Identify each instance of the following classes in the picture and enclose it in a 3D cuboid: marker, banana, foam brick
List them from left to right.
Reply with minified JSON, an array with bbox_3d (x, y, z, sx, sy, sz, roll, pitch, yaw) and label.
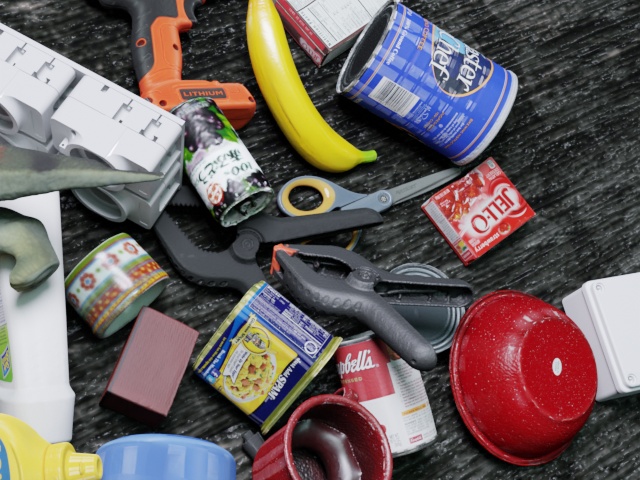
[{"bbox_3d":[-0.138,0.103,0.861,0.051,0.053,0.078,24,64,-9],"label":"foam brick"},{"bbox_3d":[-0.025,0.206,0.878,0.020,0.020,0.121,-36,84,-28],"label":"marker"},{"bbox_3d":[-0.021,-0.132,0.980,0.197,0.037,0.069,55,42,-22],"label":"banana"}]

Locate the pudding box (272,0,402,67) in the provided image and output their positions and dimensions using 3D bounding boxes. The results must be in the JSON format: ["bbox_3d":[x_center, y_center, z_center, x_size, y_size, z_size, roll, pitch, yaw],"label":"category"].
[{"bbox_3d":[0.013,-0.238,1.066,0.113,0.039,0.090,-38,86,-26],"label":"pudding box"}]

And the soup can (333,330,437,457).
[{"bbox_3d":[0.054,0.127,0.901,0.068,0.069,0.102,-15,88,-25],"label":"soup can"}]

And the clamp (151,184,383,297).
[{"bbox_3d":[-0.056,0.001,0.934,0.210,0.036,0.164,32,72,0],"label":"clamp"}]

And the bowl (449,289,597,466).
[{"bbox_3d":[0.195,0.118,0.954,0.161,0.055,0.162,9,71,-29],"label":"bowl"}]

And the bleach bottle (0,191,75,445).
[{"bbox_3d":[-0.231,0.063,0.830,0.068,0.103,0.251,-2,77,-30],"label":"bleach bottle"}]

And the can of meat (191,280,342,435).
[{"bbox_3d":[-0.046,0.094,0.872,0.084,0.102,0.057,39,29,2],"label":"can of meat"}]

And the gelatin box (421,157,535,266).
[{"bbox_3d":[0.154,-0.029,1.034,0.089,0.030,0.073,-33,82,-28],"label":"gelatin box"}]

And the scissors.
[{"bbox_3d":[0.040,-0.048,1.009,0.201,0.016,0.096,-39,86,-28],"label":"scissors"}]

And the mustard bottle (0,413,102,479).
[{"bbox_3d":[-0.248,0.172,0.749,0.191,0.058,0.096,-8,79,3],"label":"mustard bottle"}]

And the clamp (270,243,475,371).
[{"bbox_3d":[0.043,0.040,0.886,0.172,0.039,0.120,28,30,20],"label":"clamp"}]

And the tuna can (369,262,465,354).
[{"bbox_3d":[0.085,0.066,0.968,0.086,0.034,0.086,7,66,-17],"label":"tuna can"}]

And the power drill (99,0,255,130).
[{"bbox_3d":[-0.119,-0.192,0.991,0.184,0.057,0.188,-9,70,-23],"label":"power drill"}]

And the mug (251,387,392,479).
[{"bbox_3d":[0.000,0.169,0.847,0.093,0.082,0.117,29,53,-13],"label":"mug"}]

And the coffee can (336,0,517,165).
[{"bbox_3d":[0.101,-0.149,1.015,0.140,0.103,0.102,29,62,-14],"label":"coffee can"}]
